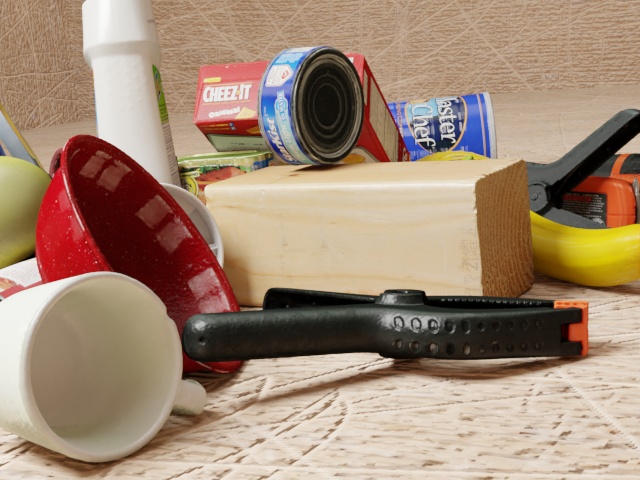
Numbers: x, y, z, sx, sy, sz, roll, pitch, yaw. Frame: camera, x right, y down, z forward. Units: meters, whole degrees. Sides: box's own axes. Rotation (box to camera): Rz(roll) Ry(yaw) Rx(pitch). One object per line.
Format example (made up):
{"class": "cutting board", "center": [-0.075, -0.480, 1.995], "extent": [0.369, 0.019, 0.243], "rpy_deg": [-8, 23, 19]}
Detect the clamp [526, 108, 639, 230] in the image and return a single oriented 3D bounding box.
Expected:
{"class": "clamp", "center": [0.172, -0.019, 0.794], "extent": [0.172, 0.120, 0.039], "rpy_deg": [-22, -37, 28]}

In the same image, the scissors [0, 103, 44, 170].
{"class": "scissors", "center": [-0.217, -0.031, 0.864], "extent": [0.016, 0.202, 0.096], "rpy_deg": [-32, -5, -7]}

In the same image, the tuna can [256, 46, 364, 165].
{"class": "tuna can", "center": [-0.005, -0.096, 0.767], "extent": [0.034, 0.086, 0.085], "rpy_deg": [5, 15, 39]}

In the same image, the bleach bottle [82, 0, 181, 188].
{"class": "bleach bottle", "center": [-0.138, -0.080, 0.793], "extent": [0.068, 0.251, 0.102], "rpy_deg": [-7, 10, -6]}

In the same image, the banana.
{"class": "banana", "center": [0.162, -0.003, 0.725], "extent": [0.037, 0.069, 0.198], "rpy_deg": [-41, 34, -16]}

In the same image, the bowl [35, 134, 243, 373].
{"class": "bowl", "center": [-0.112, 0.020, 0.613], "extent": [0.055, 0.162, 0.162], "rpy_deg": [-34, 5, 12]}

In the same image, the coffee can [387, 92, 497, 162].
{"class": "coffee can", "center": [0.128, -0.112, 1.228], "extent": [0.140, 0.103, 0.103], "rpy_deg": [-5, 11, 5]}

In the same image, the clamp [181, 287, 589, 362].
{"class": "clamp", "center": [0.041, 0.045, 0.602], "extent": [0.210, 0.036, 0.164], "rpy_deg": [0, 4, 6]}

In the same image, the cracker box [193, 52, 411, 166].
{"class": "cracker box", "center": [-0.010, -0.102, 1.064], "extent": [0.164, 0.072, 0.213], "rpy_deg": [-2, -21, 17]}

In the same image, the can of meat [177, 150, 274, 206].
{"class": "can of meat", "center": [-0.089, -0.039, 1.006], "extent": [0.102, 0.084, 0.057], "rpy_deg": [-2, 11, 19]}

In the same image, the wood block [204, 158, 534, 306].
{"class": "wood block", "center": [0.033, -0.004, 0.738], "extent": [0.206, 0.090, 0.090], "rpy_deg": [1, 13, 32]}
